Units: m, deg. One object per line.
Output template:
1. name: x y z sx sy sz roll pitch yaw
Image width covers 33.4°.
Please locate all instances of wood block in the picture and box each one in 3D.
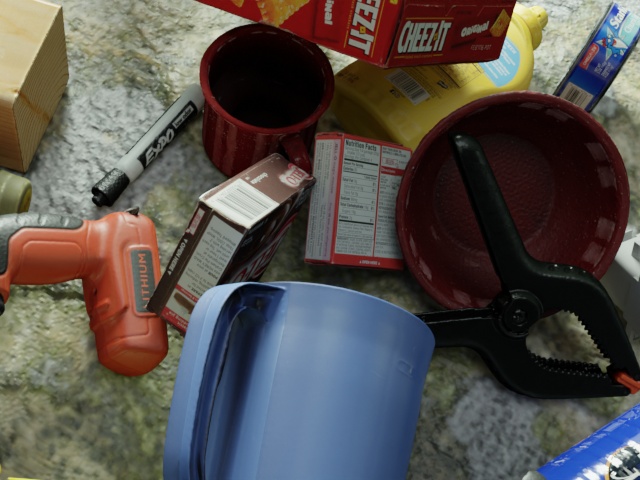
1. wood block: -0.289 -0.132 0.732 0.206 0.091 0.090 17 62 -1

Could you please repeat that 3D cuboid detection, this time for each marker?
1. marker: -0.123 -0.068 0.767 0.020 0.020 0.121 34 63 9

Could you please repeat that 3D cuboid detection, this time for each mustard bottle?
1. mustard bottle: 0.105 -0.130 0.815 0.191 0.058 0.096 -35 68 -24

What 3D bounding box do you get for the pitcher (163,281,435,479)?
1. pitcher: -0.023 0.149 0.604 0.149 0.145 0.242 14 64 -4

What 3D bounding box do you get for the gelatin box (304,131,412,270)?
1. gelatin box: 0.026 -0.026 0.726 0.073 0.030 0.089 6 88 -45

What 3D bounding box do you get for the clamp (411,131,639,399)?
1. clamp: 0.128 0.035 0.707 0.210 0.036 0.165 24 101 -7

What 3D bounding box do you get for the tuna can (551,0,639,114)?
1. tuna can: 0.215 -0.140 0.824 0.034 0.086 0.086 32 62 6

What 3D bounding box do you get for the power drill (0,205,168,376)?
1. power drill: -0.182 0.038 0.630 0.187 0.057 0.184 10 63 -42

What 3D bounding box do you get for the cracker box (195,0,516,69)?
1. cracker box: 0.008 -0.182 0.745 0.214 0.072 0.163 26 25 29

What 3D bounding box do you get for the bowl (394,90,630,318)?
1. bowl: 0.127 -0.026 0.741 0.162 0.055 0.162 -1 105 -5

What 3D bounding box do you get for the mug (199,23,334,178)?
1. mug: -0.036 -0.083 0.753 0.093 0.081 0.117 -22 68 -20

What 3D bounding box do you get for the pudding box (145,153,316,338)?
1. pudding box: -0.054 0.001 0.676 0.039 0.090 0.113 35 28 10
